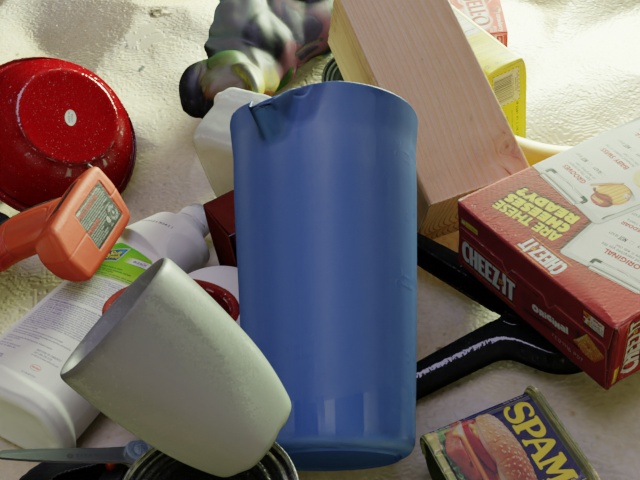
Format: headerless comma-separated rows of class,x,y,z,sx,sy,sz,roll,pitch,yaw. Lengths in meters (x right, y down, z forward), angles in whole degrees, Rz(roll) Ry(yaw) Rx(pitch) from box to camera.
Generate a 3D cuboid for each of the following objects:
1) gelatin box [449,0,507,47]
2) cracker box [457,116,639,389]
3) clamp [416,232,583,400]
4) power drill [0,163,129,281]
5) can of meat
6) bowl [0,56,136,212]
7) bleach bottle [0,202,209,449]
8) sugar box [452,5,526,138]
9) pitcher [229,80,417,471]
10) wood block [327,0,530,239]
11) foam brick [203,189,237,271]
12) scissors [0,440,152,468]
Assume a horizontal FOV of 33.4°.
gelatin box,0.154,-0.226,1.114,0.073,0.030,0.089,-4,43,5
cracker box,0.232,-0.005,0.774,0.213,0.072,0.164,-25,44,-21
clamp,0.141,0.065,0.793,0.210,0.036,0.164,6,50,16
power drill,-0.257,0.017,0.854,0.188,0.057,0.184,-16,32,26
can of meat,0.122,0.153,0.685,0.084,0.057,0.102,-21,43,-8
bowl,-0.234,-0.102,0.957,0.161,0.055,0.162,10,69,-27
bleach bottle,-0.160,0.055,0.840,0.103,0.068,0.250,17,46,28
sugar box,0.126,-0.164,1.004,0.048,0.093,0.176,-25,44,-17
pitcher,0.010,0.029,0.723,0.149,0.145,0.243,5,69,-15
wood block,0.086,-0.115,0.897,0.090,0.090,0.206,-19,71,-10
foam brick,-0.056,0.001,0.867,0.051,0.078,0.053,-26,45,-16
scissors,-0.114,0.136,0.742,0.201,0.016,0.096,11,35,1
